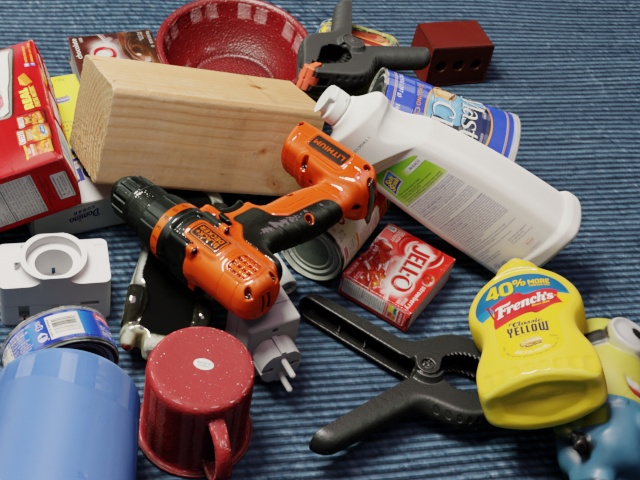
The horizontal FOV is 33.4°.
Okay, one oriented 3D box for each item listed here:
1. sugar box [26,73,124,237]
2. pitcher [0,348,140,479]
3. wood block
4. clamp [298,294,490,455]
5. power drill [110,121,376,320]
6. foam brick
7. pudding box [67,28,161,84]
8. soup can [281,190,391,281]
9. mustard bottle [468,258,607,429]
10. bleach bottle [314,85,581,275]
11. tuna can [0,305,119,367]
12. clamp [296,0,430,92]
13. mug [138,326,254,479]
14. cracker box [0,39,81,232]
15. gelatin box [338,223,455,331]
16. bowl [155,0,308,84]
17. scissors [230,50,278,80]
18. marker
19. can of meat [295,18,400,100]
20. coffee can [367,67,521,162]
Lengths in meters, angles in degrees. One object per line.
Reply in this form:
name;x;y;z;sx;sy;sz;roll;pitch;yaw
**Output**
sugar box;-0.249;-0.082;1.005;0.093;0.048;0.176;-15;50;-23
pitcher;-0.175;0.198;0.706;0.145;0.149;0.243;-5;43;3
wood block;-0.112;-0.103;0.975;0.205;0.090;0.091;3;26;-30
clamp;0.079;0.108;0.896;0.209;0.036;0.164;1;43;-15
power drill;-0.059;-0.030;0.901;0.187;0.057;0.185;-35;57;-30
foam brick;0.147;-0.213;1.209;0.078;0.053;0.051;-7;49;-18
pudding box;-0.205;-0.167;1.100;0.089;0.039;0.113;-10;50;-21
soup can;0.014;-0.019;0.984;0.068;0.068;0.102;26;48;14
mustard bottle;0.173;0.073;0.886;0.096;0.058;0.191;-15;29;11
bleach bottle;0.108;-0.062;0.958;0.250;0.103;0.068;33;38;-16
tuna can;-0.199;0.091;0.821;0.086;0.086;0.034;-14;52;-24
clamp;0.039;-0.187;1.087;0.120;0.039;0.171;25;41;12
mug;-0.090;0.129;0.809;0.093;0.082;0.117;-7;48;-18
cracker box;-0.327;-0.070;0.923;0.213;0.072;0.164;-20;52;-6
gelatin box;0.071;0.032;0.973;0.073;0.030;0.089;31;48;17
bowl;-0.090;-0.183;1.110;0.162;0.055;0.162;4;50;-5
scissors;-0.074;-0.182;1.160;0.096;0.016;0.201;5;46;-5
marker;-0.056;0.001;0.983;0.020;0.020;0.121;-15;51;-25
can of meat;0.031;-0.192;1.164;0.102;0.057;0.083;19;43;5
coffee can;0.109;-0.097;1.038;0.140;0.103;0.102;18;45;-9
